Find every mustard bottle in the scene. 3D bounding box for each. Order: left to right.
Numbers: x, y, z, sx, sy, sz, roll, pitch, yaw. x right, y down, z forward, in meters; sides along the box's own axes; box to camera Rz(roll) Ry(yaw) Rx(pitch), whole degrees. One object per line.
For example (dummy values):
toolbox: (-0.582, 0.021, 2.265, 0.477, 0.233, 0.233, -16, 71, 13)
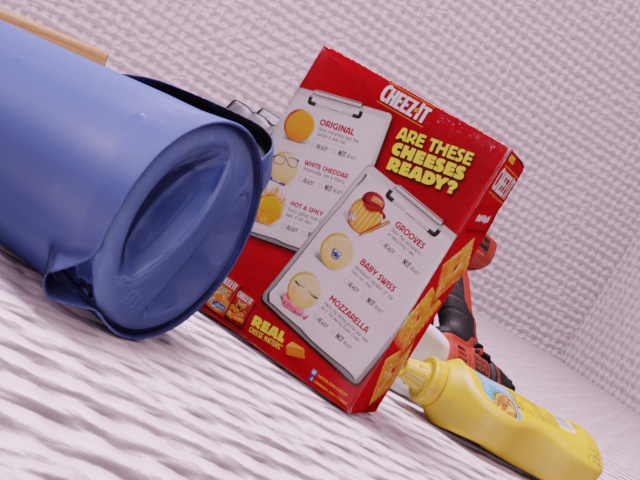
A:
mustard bottle: (0.147, 0.151, 0.919, 0.191, 0.058, 0.096, 30, 12, -18)

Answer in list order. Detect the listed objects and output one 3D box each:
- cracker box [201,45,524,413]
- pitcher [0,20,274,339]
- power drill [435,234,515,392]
cracker box: (0.022, -0.007, 0.779, 0.164, 0.214, 0.072, 33, 4, 21)
pitcher: (-0.156, -0.058, 0.640, 0.243, 0.145, 0.149, 30, -1, 26)
power drill: (0.160, 0.081, 1.149, 0.057, 0.187, 0.184, -13, -27, 27)
